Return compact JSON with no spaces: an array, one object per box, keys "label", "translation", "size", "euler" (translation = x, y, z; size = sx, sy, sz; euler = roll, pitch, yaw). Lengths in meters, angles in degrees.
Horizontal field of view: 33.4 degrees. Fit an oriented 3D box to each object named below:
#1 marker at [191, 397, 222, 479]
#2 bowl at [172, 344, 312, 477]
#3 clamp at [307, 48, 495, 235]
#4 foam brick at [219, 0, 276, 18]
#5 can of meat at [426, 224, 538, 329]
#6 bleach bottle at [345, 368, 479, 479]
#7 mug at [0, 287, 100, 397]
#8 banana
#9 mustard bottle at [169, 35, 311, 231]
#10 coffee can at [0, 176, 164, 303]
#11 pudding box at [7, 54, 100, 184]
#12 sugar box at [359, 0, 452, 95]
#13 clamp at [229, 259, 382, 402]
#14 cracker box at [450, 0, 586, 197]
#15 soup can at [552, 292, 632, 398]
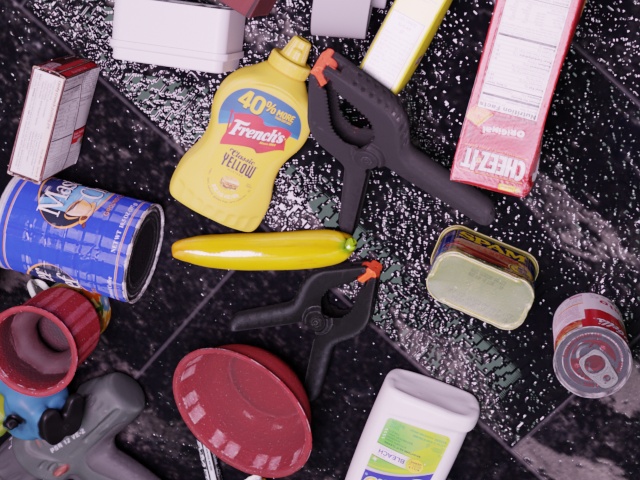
[{"label":"marker","translation":[-0.122,0.224,1.146],"size":[0.020,0.020,0.121],"euler":[-7,104,14]},{"label":"bowl","translation":[-0.068,0.161,1.082],"size":[0.162,0.055,0.162],"euler":[17,128,22]},{"label":"clamp","translation":[0.058,-0.080,0.949],"size":[0.165,0.036,0.210],"euler":[0,135,31]},{"label":"foam brick","translation":[-0.065,-0.239,0.973],"size":[0.051,0.078,0.053],"euler":[32,107,2]},{"label":"can of meat","translation":[0.151,0.035,1.001],"size":[0.102,0.084,0.057],"euler":[23,109,5]},{"label":"bleach bottle","translation":[0.074,0.260,1.094],"size":[0.102,0.068,0.251],"euler":[20,111,6]},{"label":"mug","translation":[-0.279,0.096,1.054],"size":[0.117,0.081,0.093],"euler":[-6,105,12]},{"label":"banana","translation":[-0.046,0.006,1.046],"size":[0.198,0.069,0.037],"euler":[-4,71,22]},{"label":"mustard bottle","translation":[-0.062,-0.108,1.017],"size":[0.096,0.058,0.192],"euler":[26,109,-12]},{"label":"coffee can","translation":[-0.239,-0.005,1.062],"size":[0.140,0.102,0.103],"euler":[15,108,7]},{"label":"pudding box","translation":[-0.259,-0.120,1.041],"size":[0.039,0.090,0.113],"euler":[19,109,5]},{"label":"sugar box","translation":[0.094,-0.214,0.938],"size":[0.048,0.093,0.176],"euler":[31,110,1]},{"label":"clamp","translation":[-0.011,0.073,1.071],"size":[0.120,0.039,0.172],"euler":[35,112,-5]},{"label":"cracker box","translation":[0.175,-0.158,0.899],"size":[0.072,0.164,0.214],"euler":[16,108,9]},{"label":"soup can","translation":[0.249,0.094,0.987],"size":[0.068,0.102,0.068],"euler":[3,106,11]}]
